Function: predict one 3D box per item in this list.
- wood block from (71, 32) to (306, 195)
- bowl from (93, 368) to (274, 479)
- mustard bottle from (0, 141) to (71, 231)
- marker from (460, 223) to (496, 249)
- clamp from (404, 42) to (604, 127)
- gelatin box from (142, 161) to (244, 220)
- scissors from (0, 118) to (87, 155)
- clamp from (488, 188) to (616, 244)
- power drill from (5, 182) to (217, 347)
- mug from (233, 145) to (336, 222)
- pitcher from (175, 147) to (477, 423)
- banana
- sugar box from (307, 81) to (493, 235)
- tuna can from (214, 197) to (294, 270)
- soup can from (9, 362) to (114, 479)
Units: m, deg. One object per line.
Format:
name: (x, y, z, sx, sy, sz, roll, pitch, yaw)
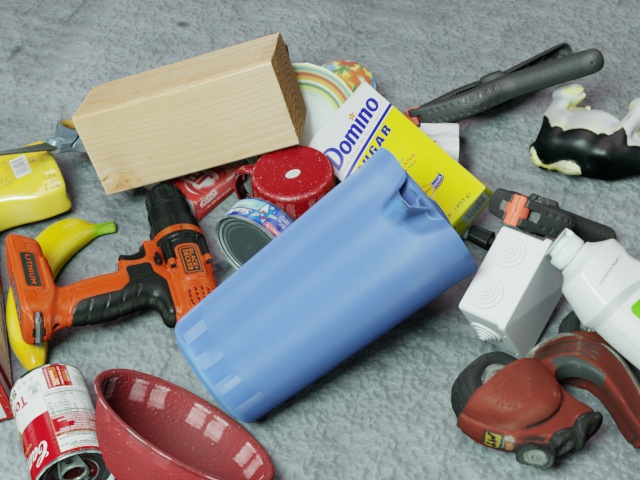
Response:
wood block: (-0.127, -0.126, 1.067, 0.206, 0.091, 0.090, -14, 28, 13)
bowl: (-0.119, 0.168, 0.847, 0.162, 0.161, 0.055, 35, 99, 32)
mustard bottle: (-0.360, -0.037, 1.099, 0.191, 0.058, 0.096, -22, 47, -15)
marker: (0.122, -0.021, 1.062, 0.121, 0.020, 0.020, 26, 54, 27)
clamp: (0.194, -0.166, 1.152, 0.210, 0.036, 0.164, -20, 10, 13)
gelatin box: (-0.135, -0.069, 1.126, 0.089, 0.030, 0.073, 29, 56, 29)
scissors: (-0.282, -0.106, 1.115, 0.096, 0.016, 0.201, 28, 21, 34)
clamp: (0.195, -0.026, 0.991, 0.120, 0.171, 0.039, 18, 92, 34)
power drill: (-0.195, 0.022, 1.003, 0.187, 0.057, 0.184, -8, 49, -19)
mug: (-0.035, -0.043, 1.056, 0.117, 0.081, 0.093, 21, 52, 23)
pitcher: (0.003, 0.045, 0.914, 0.243, 0.149, 0.145, -37, 31, 0)
banana: (-0.264, 0.041, 1.031, 0.070, 0.037, 0.197, 7, 48, 12)
sugar box: (0.075, -0.068, 1.049, 0.093, 0.048, 0.176, -48, 66, 5)
tuna can: (-0.057, 0.001, 1.014, 0.086, 0.086, 0.033, 23, 51, 24)
soup can: (-0.216, 0.160, 0.891, 0.068, 0.068, 0.102, -20, 48, -13)
